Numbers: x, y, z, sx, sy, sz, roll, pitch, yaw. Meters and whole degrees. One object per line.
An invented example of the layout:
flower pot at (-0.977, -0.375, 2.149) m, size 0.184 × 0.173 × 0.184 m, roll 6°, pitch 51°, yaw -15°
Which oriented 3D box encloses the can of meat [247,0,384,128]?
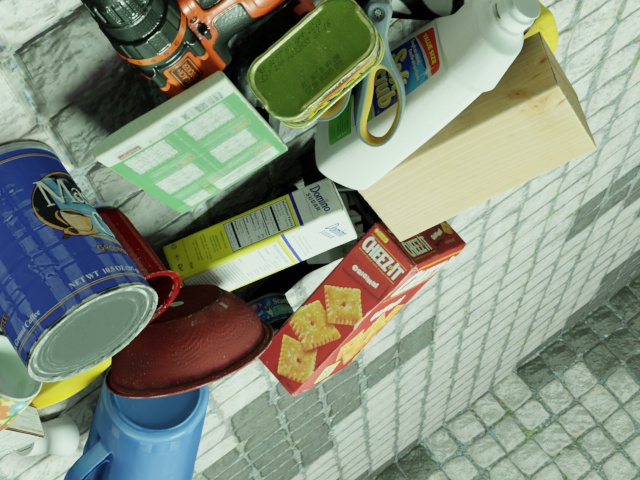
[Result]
can of meat at (-0.003, -0.130, 0.779) m, size 0.102 × 0.057 × 0.084 m, roll -40°, pitch -179°, yaw 6°

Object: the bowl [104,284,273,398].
bowl at (-0.127, 0.083, 0.980) m, size 0.162 × 0.055 × 0.162 m, roll -14°, pitch -163°, yaw 4°

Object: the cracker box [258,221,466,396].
cracker box at (0.048, 0.065, 1.184) m, size 0.214 × 0.072 × 0.164 m, roll -48°, pitch 167°, yaw 25°

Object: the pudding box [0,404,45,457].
pudding box at (-0.329, 0.184, 1.015) m, size 0.090 × 0.039 × 0.113 m, roll -26°, pitch 162°, yaw 4°

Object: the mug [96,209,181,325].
mug at (-0.188, 0.034, 0.900) m, size 0.117 × 0.081 × 0.093 m, roll -33°, pitch 159°, yaw -15°

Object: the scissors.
scissors at (0.027, -0.170, 0.827) m, size 0.016 × 0.096 × 0.202 m, roll -54°, pitch 144°, yaw -61°

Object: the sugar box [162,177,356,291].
sugar box at (-0.057, 0.001, 1.050) m, size 0.176 × 0.048 × 0.093 m, roll -25°, pitch 161°, yaw 2°

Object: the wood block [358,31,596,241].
wood block at (0.139, -0.096, 1.009) m, size 0.206 × 0.090 × 0.090 m, roll -27°, pitch 129°, yaw 20°

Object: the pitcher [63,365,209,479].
pitcher at (-0.197, 0.211, 1.159) m, size 0.145 × 0.149 × 0.243 m, roll 11°, pitch 149°, yaw -8°

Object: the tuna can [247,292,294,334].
tuna can at (-0.069, 0.098, 1.229) m, size 0.086 × 0.034 × 0.086 m, roll -26°, pitch 158°, yaw -12°

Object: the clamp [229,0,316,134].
clamp at (-0.056, -0.121, 0.863) m, size 0.120 × 0.039 × 0.172 m, roll -24°, pitch 151°, yaw -46°

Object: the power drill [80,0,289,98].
power drill at (-0.059, -0.180, 0.709) m, size 0.187 × 0.057 × 0.184 m, roll -37°, pitch 164°, yaw 2°

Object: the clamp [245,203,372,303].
clamp at (-0.021, 0.014, 1.210) m, size 0.210 × 0.036 × 0.164 m, roll -34°, pitch 160°, yaw -3°

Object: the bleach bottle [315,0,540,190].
bleach bottle at (0.087, -0.136, 0.885) m, size 0.068 × 0.102 × 0.251 m, roll 23°, pitch 147°, yaw -23°

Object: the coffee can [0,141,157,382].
coffee can at (-0.196, 0.014, 0.758) m, size 0.102 × 0.140 × 0.103 m, roll -33°, pitch 159°, yaw -15°

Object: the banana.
banana at (-0.224, 0.099, 1.050) m, size 0.069 × 0.037 × 0.198 m, roll 8°, pitch 131°, yaw -38°
